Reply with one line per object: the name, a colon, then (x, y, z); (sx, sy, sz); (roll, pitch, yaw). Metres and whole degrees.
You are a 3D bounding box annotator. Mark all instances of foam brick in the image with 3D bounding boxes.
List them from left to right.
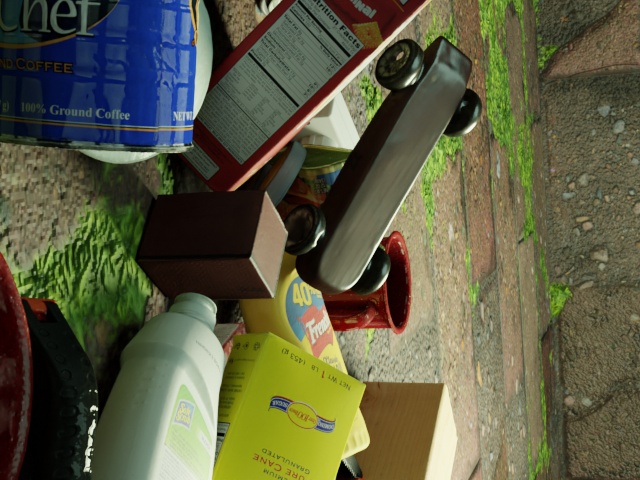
foam brick: (-0.068, 0.004, 0.687); (0.053, 0.078, 0.051); (64, 30, -53)

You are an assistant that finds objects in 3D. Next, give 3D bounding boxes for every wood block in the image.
wood block: (0.070, 0.242, 1.036); (0.206, 0.091, 0.090); (-70, 151, -49)

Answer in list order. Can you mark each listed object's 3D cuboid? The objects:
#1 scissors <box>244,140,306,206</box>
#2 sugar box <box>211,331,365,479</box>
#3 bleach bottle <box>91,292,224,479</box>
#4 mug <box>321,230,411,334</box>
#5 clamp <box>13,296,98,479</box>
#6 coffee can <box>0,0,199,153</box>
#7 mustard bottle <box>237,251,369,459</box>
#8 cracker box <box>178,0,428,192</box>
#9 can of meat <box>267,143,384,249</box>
scissors: (-0.055, 0.001, 0.738); (0.016, 0.096, 0.201); (34, 39, -13)
sugar box: (-0.040, 0.157, 0.688); (0.093, 0.048, 0.176); (31, 65, -30)
bleach bottle: (-0.097, 0.142, 0.613); (0.102, 0.068, 0.250); (68, 25, -45)
mug: (0.029, 0.045, 0.953); (0.117, 0.082, 0.093); (-64, 146, -54)
clamp: (-0.121, 0.106, 0.476); (0.039, 0.120, 0.171); (10, 74, -54)
coffee can: (-0.108, -0.117, 0.514); (0.102, 0.103, 0.140); (-19, 115, -70)
mustard bottle: (-0.021, 0.073, 0.803); (0.096, 0.058, 0.191); (2, 69, -67)
cracker box: (0.004, -0.142, 0.720); (0.072, 0.214, 0.164); (46, 29, -5)
can of meat: (-0.002, -0.028, 0.848); (0.057, 0.102, 0.084); (-22, 110, -31)
